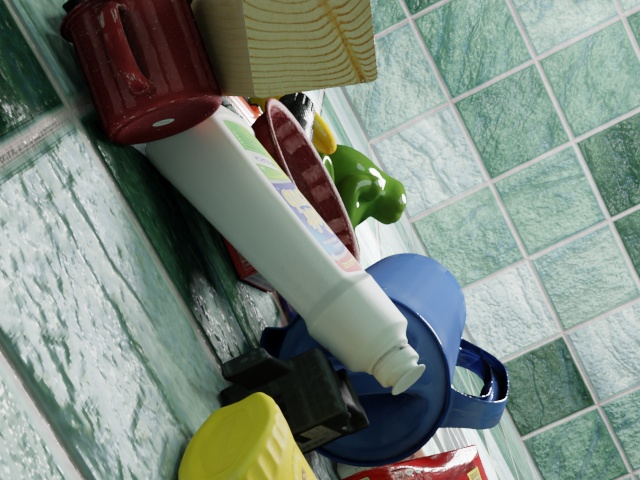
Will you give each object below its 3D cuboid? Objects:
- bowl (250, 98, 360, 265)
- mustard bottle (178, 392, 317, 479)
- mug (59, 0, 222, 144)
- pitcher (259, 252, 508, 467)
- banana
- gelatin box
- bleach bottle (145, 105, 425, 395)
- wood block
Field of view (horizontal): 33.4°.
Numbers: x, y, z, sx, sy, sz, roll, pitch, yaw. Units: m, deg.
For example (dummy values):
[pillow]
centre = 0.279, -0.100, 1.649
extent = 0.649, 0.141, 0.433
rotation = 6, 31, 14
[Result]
[bowl]
centre = -0.027, -0.035, 0.891
extent = 0.162, 0.055, 0.162
rotation = 59, 12, -21
[mustard bottle]
centre = -0.006, 0.183, 0.577
extent = 0.191, 0.058, 0.096
rotation = 62, 10, -15
[mug]
centre = -0.116, -0.116, 0.692
extent = 0.117, 0.093, 0.081
rotation = 54, 16, -82
[pitcher]
centre = 0.065, 0.086, 0.880
extent = 0.149, 0.145, 0.242
rotation = 60, 17, -1
[banana]
centre = -0.038, -0.138, 1.166
extent = 0.069, 0.037, 0.198
rotation = 57, -13, -24
[gelatin box]
centre = -0.056, 0.001, 0.905
extent = 0.073, 0.030, 0.089
rotation = 66, 9, 15
[bleach bottle]
centre = -0.017, 0.007, 0.745
extent = 0.251, 0.068, 0.102
rotation = 47, 9, 24
[wood block]
centre = -0.047, -0.152, 0.759
extent = 0.206, 0.090, 0.091
rotation = -162, -117, -65
